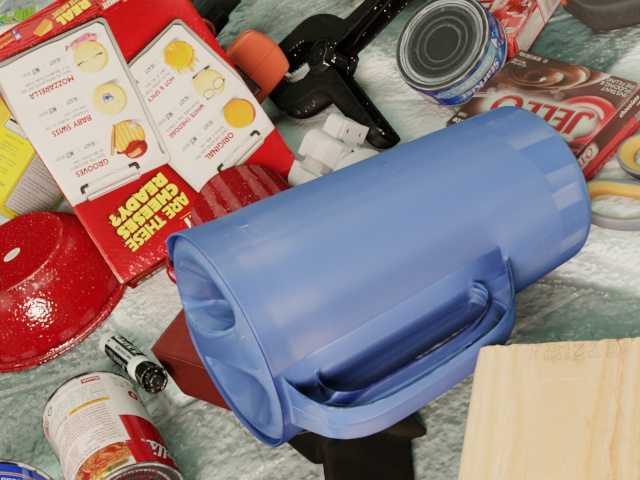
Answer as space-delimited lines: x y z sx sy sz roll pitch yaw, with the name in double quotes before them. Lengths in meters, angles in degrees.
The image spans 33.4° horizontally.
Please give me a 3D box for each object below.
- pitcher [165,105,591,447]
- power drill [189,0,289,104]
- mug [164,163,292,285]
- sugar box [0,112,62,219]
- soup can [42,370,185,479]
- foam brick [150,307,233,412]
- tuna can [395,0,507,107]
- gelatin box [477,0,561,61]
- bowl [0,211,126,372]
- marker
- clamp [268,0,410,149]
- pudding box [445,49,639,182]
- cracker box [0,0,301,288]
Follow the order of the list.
"pitcher" 0.045 0.015 0.632 0.242 0.149 0.145 -26 -7 -21
"power drill" -0.099 -0.172 0.964 0.184 0.057 0.188 -50 34 3
"mug" -0.055 0.001 0.759 0.117 0.093 0.082 -25 34 -11
"sugar box" -0.231 -0.099 0.923 0.048 0.093 0.176 26 82 12
"soup can" -0.132 0.137 0.676 0.068 0.068 0.102 -34 39 -7
"foam brick" -0.062 0.077 0.711 0.078 0.053 0.051 13 54 38
"tuna can" 0.103 -0.152 0.849 0.086 0.033 0.086 -13 67 32
"gelatin box" 0.149 -0.187 0.891 0.073 0.030 0.089 10 53 38
"bowl" -0.236 0.027 0.864 0.162 0.055 0.162 -16 41 15
"marker" -0.130 0.084 0.740 0.020 0.020 0.121 -41 21 -15
"clamp" 0.017 -0.158 0.889 0.210 0.036 0.164 12 81 54
"pudding box" 0.162 -0.086 0.767 0.090 0.039 0.114 -44 42 -18
"cracker box" -0.141 -0.095 0.834 0.164 0.214 0.072 -34 -4 -6
